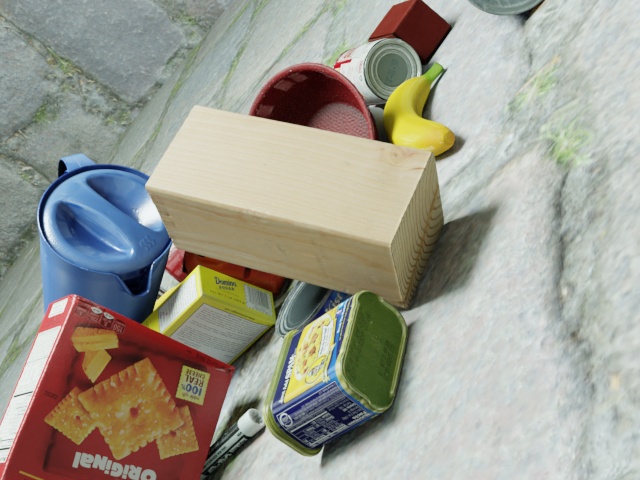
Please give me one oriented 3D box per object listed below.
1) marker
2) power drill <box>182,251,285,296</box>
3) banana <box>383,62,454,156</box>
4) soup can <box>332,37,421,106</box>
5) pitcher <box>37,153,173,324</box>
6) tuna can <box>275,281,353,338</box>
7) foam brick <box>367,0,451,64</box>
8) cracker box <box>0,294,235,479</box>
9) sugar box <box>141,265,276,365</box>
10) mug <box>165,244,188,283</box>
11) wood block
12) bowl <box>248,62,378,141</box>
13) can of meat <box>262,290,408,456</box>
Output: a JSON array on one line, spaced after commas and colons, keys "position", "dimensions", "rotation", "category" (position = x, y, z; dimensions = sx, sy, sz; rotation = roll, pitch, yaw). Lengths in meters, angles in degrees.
[{"position": [-0.092, 0.187, 0.929], "dimensions": [0.121, 0.020, 0.020], "rotation": [-45, 19, 27], "category": "marker"}, {"position": [-0.057, 0.001, 1.010], "dimensions": [0.188, 0.184, 0.057], "rotation": [119, 165, -69], "category": "power drill"}, {"position": [0.090, -0.117, 1.011], "dimensions": [0.070, 0.037, 0.197], "rotation": [-47, 18, 23], "category": "banana"}, {"position": [0.060, -0.181, 1.161], "dimensions": [0.068, 0.068, 0.102], "rotation": [-56, 18, -8], "category": "soup can"}, {"position": [-0.232, 0.036, 1.114], "dimensions": [0.243, 0.145, 0.149], "rotation": [111, 178, -51], "category": "pitcher"}, {"position": [0.001, 0.055, 0.917], "dimensions": [0.086, 0.033, 0.086], "rotation": [-47, 18, 20], "category": "tuna can"}, {"position": [0.098, -0.228, 1.178], "dimensions": [0.051, 0.053, 0.078], "rotation": [-55, 18, -6], "category": "foam brick"}, {"position": [-0.181, 0.174, 0.890], "dimensions": [0.072, 0.164, 0.213], "rotation": [-22, 45, 53], "category": "cracker box"}, {"position": [-0.133, 0.102, 1.066], "dimensions": [0.176, 0.093, 0.048], "rotation": [-41, 41, 32], "category": "sugar box"}, {"position": [-0.160, 0.009, 1.356], "dimensions": [0.081, 0.093, 0.117], "rotation": [-49, -14, 0], "category": "mug"}, {"position": [-0.018, -0.029, 0.836], "dimensions": [0.206, 0.090, 0.090], "rotation": [14, 58, 22], "category": "wood block"}, {"position": [0.001, -0.091, 1.045], "dimensions": [0.162, 0.162, 0.055], "rotation": [-42, -21, 33], "category": "bowl"}, {"position": [0.013, 0.094, 0.775], "dimensions": [0.084, 0.057, 0.102], "rotation": [-37, 24, 38], "category": "can of meat"}]
